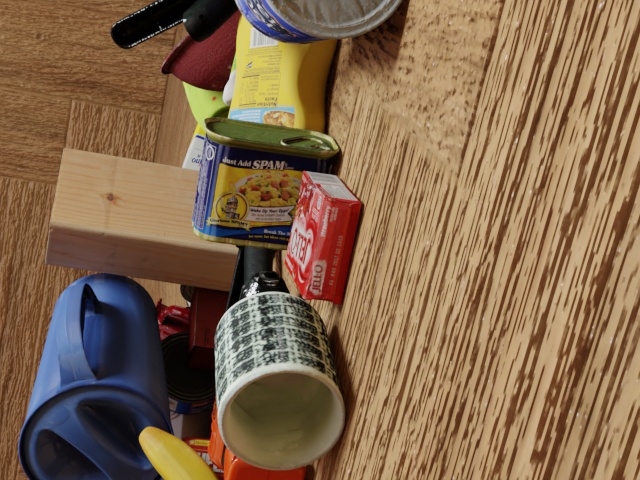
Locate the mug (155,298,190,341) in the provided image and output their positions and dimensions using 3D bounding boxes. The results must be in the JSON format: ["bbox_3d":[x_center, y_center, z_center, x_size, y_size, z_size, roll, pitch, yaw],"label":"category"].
[{"bbox_3d":[-0.164,0.117,1.229,0.093,0.081,0.117,-69,4,-47],"label":"mug"}]

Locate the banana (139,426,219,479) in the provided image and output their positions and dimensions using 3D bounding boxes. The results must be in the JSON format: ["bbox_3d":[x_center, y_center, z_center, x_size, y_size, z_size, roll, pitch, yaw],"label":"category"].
[{"bbox_3d":[-0.096,0.240,0.874,0.037,0.069,0.198,119,140,-56],"label":"banana"}]

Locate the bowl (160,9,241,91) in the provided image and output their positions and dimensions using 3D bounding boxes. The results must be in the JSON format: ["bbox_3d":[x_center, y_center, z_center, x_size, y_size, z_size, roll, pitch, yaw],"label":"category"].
[{"bbox_3d":[-0.082,-0.200,1.080,0.162,0.055,0.162,-38,2,1],"label":"bowl"}]

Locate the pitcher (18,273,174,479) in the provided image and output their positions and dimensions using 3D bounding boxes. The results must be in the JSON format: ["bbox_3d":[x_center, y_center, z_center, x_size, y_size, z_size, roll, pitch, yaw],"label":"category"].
[{"bbox_3d":[-0.210,0.121,1.016,0.149,0.144,0.243,-55,22,17],"label":"pitcher"}]

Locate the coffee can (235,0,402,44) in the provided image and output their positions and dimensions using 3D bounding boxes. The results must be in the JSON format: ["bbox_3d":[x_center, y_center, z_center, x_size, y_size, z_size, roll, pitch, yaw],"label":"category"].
[{"bbox_3d":[-0.004,-0.187,0.729,0.140,0.102,0.103,-141,61,-76],"label":"coffee can"}]

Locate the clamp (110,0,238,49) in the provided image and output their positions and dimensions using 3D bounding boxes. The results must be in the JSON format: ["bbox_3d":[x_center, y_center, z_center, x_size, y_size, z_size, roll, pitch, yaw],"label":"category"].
[{"bbox_3d":[-0.061,-0.214,0.865,0.036,0.209,0.165,62,163,-24],"label":"clamp"}]

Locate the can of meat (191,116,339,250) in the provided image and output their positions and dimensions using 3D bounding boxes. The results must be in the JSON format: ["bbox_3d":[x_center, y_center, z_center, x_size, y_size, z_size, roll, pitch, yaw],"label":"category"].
[{"bbox_3d":[-0.044,-0.042,0.812,0.057,0.102,0.084,-115,34,-67],"label":"can of meat"}]

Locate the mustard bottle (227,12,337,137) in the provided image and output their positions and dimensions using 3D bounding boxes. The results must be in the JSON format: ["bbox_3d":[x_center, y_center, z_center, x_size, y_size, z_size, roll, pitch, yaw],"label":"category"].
[{"bbox_3d":[-0.036,-0.102,0.879,0.096,0.058,0.191,4,85,43],"label":"mustard bottle"}]

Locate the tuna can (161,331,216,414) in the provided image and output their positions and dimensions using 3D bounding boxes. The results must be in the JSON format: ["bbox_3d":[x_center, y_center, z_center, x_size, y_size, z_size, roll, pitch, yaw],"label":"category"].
[{"bbox_3d":[-0.140,0.141,1.134,0.034,0.086,0.086,112,162,-52],"label":"tuna can"}]

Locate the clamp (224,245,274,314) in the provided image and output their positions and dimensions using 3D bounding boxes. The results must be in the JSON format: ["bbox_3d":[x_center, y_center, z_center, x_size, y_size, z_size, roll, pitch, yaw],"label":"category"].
[{"bbox_3d":[-0.056,0.001,0.976,0.120,0.039,0.171,162,117,-69],"label":"clamp"}]

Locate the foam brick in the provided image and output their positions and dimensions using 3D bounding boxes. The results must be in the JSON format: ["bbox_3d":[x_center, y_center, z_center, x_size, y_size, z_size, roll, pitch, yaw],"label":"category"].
[{"bbox_3d":[-0.109,0.089,1.111,0.051,0.053,0.078,119,157,-56],"label":"foam brick"}]

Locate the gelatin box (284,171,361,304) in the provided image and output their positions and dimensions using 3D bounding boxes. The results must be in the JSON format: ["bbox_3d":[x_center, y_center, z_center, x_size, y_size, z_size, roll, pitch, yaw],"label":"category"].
[{"bbox_3d":[0.000,-0.004,0.749,0.089,0.030,0.073,-122,43,-72],"label":"gelatin box"}]

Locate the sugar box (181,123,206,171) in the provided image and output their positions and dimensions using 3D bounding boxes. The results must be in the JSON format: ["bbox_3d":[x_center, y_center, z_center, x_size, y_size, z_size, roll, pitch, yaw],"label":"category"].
[{"bbox_3d":[-0.132,-0.121,1.287,0.093,0.048,0.176,128,165,-64],"label":"sugar box"}]

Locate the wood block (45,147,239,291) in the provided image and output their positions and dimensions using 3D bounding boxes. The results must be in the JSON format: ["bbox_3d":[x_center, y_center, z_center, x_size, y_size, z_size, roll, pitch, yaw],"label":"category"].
[{"bbox_3d":[-0.162,-0.018,1.069,0.090,0.206,0.091,120,157,-57],"label":"wood block"}]

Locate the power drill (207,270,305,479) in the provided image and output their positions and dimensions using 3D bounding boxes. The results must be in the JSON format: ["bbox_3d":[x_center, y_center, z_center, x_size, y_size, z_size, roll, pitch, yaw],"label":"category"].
[{"bbox_3d":[-0.049,0.138,0.811,0.187,0.057,0.184,-101,19,-64],"label":"power drill"}]
